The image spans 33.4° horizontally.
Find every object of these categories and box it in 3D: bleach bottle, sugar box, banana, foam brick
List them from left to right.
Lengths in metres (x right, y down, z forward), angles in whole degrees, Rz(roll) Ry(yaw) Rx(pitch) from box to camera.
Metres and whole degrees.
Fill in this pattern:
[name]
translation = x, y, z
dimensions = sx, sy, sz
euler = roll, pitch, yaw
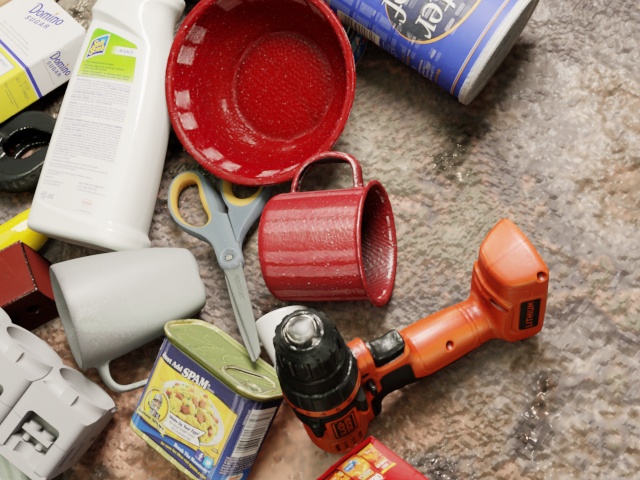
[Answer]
[banana]
translation = -0.307, 0.012, 0.910
dimensions = 0.198, 0.037, 0.069
euler = -18, 33, 6
[sugar box]
translation = -0.295, -0.147, 0.941
dimensions = 0.176, 0.048, 0.093
euler = -35, 56, -18
[foam brick]
translation = -0.258, 0.046, 0.869
dimensions = 0.078, 0.053, 0.051
euler = -28, 63, 5
[bleach bottle]
translation = -0.159, -0.117, 0.874
dimensions = 0.103, 0.068, 0.251
euler = 12, 83, 22

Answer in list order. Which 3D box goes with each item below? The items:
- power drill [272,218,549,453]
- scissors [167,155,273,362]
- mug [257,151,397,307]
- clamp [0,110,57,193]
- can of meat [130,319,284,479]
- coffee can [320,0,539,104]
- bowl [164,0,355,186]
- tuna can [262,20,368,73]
[power drill]
translation = 0.059, 0.060, 0.707
dimensions = 0.187, 0.184, 0.057
euler = -28, 63, -7
[scissors]
translation = -0.055, 0.001, 0.825
dimensions = 0.096, 0.016, 0.202
euler = -33, 50, -7
[mug]
translation = 0.005, -0.008, 0.790
dimensions = 0.082, 0.093, 0.117
euler = -3, 86, 20
[clamp]
translation = -0.288, -0.065, 0.932
dimensions = 0.172, 0.039, 0.120
euler = 0, 67, 20
[can of meat]
translation = -0.081, 0.118, 0.768
dimensions = 0.102, 0.057, 0.084
euler = 32, 106, 29
[coffee can]
translation = 0.082, -0.184, 0.815
dimensions = 0.140, 0.103, 0.102
euler = 35, 81, 8
[bowl]
translation = -0.040, -0.124, 0.847
dimensions = 0.162, 0.055, 0.162
euler = 2, 95, 21
[tuna can]
translation = -0.005, -0.174, 0.895
dimensions = 0.086, 0.033, 0.086
euler = -6, 67, 14
